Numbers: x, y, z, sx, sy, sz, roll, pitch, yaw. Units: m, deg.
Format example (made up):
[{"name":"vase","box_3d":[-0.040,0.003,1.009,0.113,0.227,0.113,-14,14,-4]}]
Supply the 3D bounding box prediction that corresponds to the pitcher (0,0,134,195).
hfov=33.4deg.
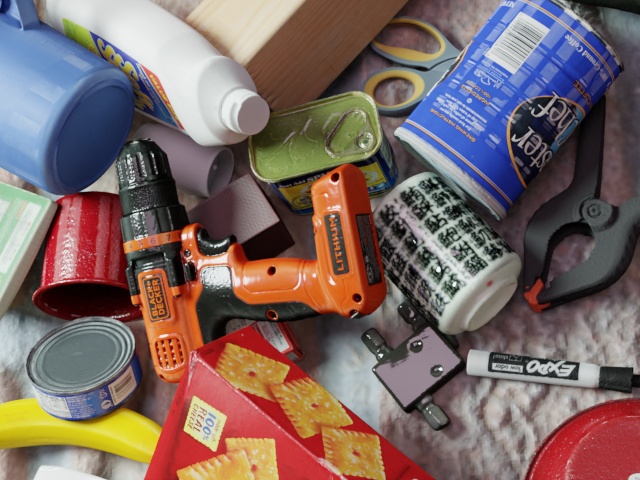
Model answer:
[{"name":"pitcher","box_3d":[-0.266,-0.143,0.829,0.243,0.149,0.145,29,76,17]}]

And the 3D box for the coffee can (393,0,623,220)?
[{"name":"coffee can","box_3d":[0.137,-0.100,0.784,0.103,0.102,0.140,40,93,24]}]

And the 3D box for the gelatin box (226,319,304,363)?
[{"name":"gelatin box","box_3d":[-0.067,0.079,0.828,0.089,0.030,0.073,-32,65,4]}]

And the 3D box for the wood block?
[{"name":"wood block","box_3d":[0.000,-0.205,0.866,0.206,0.090,0.090,-47,51,-4]}]

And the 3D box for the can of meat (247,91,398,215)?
[{"name":"can of meat","box_3d":[0.005,-0.064,0.828,0.102,0.084,0.057,-14,68,11]}]

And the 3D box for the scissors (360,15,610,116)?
[{"name":"scissors","box_3d":[0.118,-0.122,0.854,0.202,0.016,0.096,27,82,22]}]

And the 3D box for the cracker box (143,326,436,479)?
[{"name":"cracker box","box_3d":[-0.018,0.187,0.710,0.214,0.071,0.164,38,122,24]}]

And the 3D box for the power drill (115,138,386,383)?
[{"name":"power drill","box_3d":[-0.055,0.001,0.770,0.188,0.057,0.184,-12,91,21]}]

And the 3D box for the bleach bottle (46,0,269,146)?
[{"name":"bleach bottle","box_3d":[-0.124,-0.139,0.835,0.068,0.102,0.251,-34,39,-22]}]

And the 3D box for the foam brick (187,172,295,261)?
[{"name":"foam brick","box_3d":[-0.069,-0.006,0.846,0.078,0.051,0.053,-32,65,3]}]

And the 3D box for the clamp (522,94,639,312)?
[{"name":"clamp","box_3d":[0.200,-0.026,0.786,0.171,0.039,0.120,-43,56,-2]}]

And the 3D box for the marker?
[{"name":"marker","box_3d":[0.166,0.094,0.762,0.121,0.020,0.020,5,73,17]}]

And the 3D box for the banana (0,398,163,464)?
[{"name":"banana","box_3d":[-0.200,0.151,0.827,0.198,0.037,0.069,-3,39,7]}]

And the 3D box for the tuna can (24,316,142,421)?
[{"name":"tuna can","box_3d":[-0.183,0.100,0.829,0.086,0.034,0.086,-6,36,4]}]

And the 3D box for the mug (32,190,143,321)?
[{"name":"mug","box_3d":[-0.167,0.013,0.851,0.117,0.093,0.081,-1,66,0]}]
